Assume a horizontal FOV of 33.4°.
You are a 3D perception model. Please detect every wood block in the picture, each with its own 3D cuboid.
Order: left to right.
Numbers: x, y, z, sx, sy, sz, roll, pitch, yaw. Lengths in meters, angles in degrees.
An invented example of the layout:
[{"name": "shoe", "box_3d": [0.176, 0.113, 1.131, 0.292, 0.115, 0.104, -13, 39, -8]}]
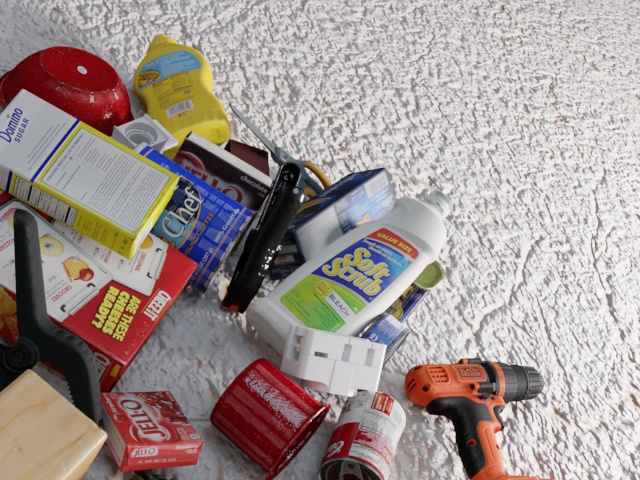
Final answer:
[{"name": "wood block", "box_3d": [-0.270, 0.206, 0.819, 0.090, 0.091, 0.205, 38, 39, 4]}]

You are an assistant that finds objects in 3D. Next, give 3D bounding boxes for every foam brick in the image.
[{"name": "foam brick", "box_3d": [-0.093, -0.070, 1.255, 0.053, 0.051, 0.078, 17, 42, -21]}]

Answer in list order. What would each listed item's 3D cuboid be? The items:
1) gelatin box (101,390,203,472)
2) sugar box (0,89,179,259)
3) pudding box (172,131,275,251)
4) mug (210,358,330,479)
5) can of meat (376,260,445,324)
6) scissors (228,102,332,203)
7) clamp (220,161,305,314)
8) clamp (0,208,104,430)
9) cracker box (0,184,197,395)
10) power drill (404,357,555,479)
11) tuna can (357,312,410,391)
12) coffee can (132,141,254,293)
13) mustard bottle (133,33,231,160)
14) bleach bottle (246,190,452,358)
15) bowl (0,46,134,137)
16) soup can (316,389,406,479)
[{"name": "gelatin box", "box_3d": [-0.156, 0.169, 0.959, 0.073, 0.030, 0.089, 3, 23, -32]}, {"name": "sugar box", "box_3d": [-0.236, -0.064, 1.028, 0.176, 0.048, 0.093, 28, 52, -1]}, {"name": "pudding box", "box_3d": [-0.120, -0.055, 1.187, 0.113, 0.090, 0.039, 29, 22, -8]}, {"name": "mug", "box_3d": [-0.045, 0.164, 1.025, 0.081, 0.093, 0.117, 39, 23, 13]}, {"name": "can of meat", "box_3d": [0.079, 0.041, 1.233, 0.102, 0.084, 0.057, 42, 40, 10]}, {"name": "scissors", "box_3d": [-0.043, -0.081, 1.265, 0.201, 0.016, 0.096, 31, 45, -48]}, {"name": "clamp", "box_3d": [-0.057, 0.001, 1.112, 0.039, 0.171, 0.120, 21, 6, -4]}, {"name": "clamp", "box_3d": [-0.254, 0.088, 0.930, 0.210, 0.164, 0.036, 44, 6, 1]}, {"name": "cracker box", "box_3d": [-0.251, 0.031, 1.029, 0.213, 0.072, 0.164, 33, 40, -2]}, {"name": "power drill", "box_3d": [0.196, 0.212, 1.162, 0.184, 0.057, 0.188, 2, 46, -28]}, {"name": "tuna can", "box_3d": [0.056, 0.118, 1.138, 0.034, 0.086, 0.086, 41, 40, 11]}, {"name": "coffee can", "box_3d": [-0.155, -0.024, 1.124, 0.140, 0.103, 0.102, 32, 39, -2]}, {"name": "mustard bottle", "box_3d": [-0.176, -0.184, 1.293, 0.096, 0.058, 0.192, -22, 54, 0]}, {"name": "bleach bottle", "box_3d": [0.044, 0.028, 1.147, 0.102, 0.068, 0.250, 45, 70, 7]}, {"name": "bowl", "box_3d": [-0.280, -0.173, 1.210, 0.162, 0.055, 0.162, 20, 33, -14]}, {"name": "soup can", "box_3d": [0.043, 0.204, 1.054, 0.068, 0.069, 0.102, 31, 39, -4]}]
